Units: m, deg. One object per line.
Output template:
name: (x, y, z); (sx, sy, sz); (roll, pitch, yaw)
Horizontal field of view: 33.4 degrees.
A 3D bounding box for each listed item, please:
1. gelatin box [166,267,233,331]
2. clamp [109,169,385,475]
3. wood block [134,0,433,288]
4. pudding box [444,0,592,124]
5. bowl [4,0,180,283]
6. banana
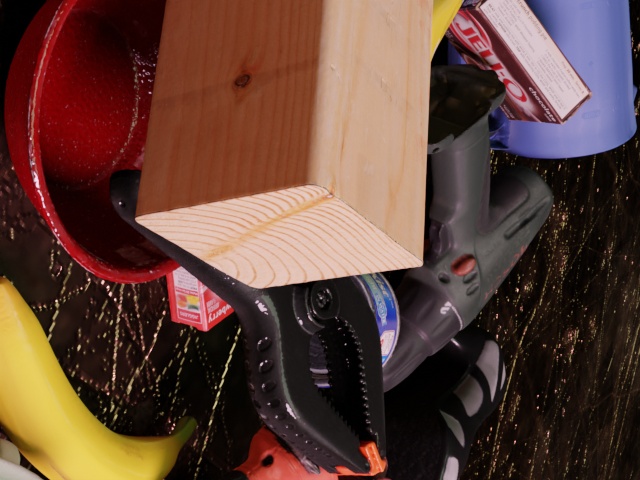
gelatin box: (-0.054, 0.001, 0.630); (0.089, 0.030, 0.073); (-35, 130, -50)
clamp: (-0.009, 0.023, 0.548); (0.164, 0.036, 0.210); (-45, 117, -45)
wood block: (-0.009, -0.094, 0.472); (0.090, 0.091, 0.206); (34, 54, -51)
pudding box: (0.142, -0.141, 0.806); (0.039, 0.090, 0.113); (-44, 107, -5)
bowl: (-0.096, -0.063, 0.508); (0.161, 0.055, 0.162); (-29, 125, -53)
banana: (-0.124, 0.090, 0.543); (0.197, 0.037, 0.069); (55, 36, -54)
